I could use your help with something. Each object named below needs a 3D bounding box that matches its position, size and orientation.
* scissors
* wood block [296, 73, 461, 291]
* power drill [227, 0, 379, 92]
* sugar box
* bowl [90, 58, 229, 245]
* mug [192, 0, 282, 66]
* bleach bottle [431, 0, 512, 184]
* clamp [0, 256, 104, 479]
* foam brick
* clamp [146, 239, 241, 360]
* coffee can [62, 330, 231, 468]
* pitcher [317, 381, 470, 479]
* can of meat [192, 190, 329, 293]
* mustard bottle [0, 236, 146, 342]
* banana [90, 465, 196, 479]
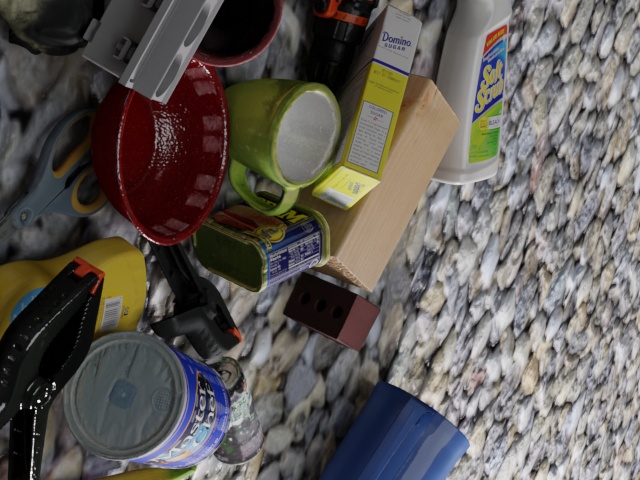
[{"bbox_3d":[-0.219,-0.014,0.826,0.201,0.016,0.096,-61,148,-24],"label":"scissors"},{"bbox_3d":[0.048,-0.065,1.096,0.090,0.090,0.206,42,72,-51],"label":"wood block"},{"bbox_3d":[-0.018,-0.229,0.968,0.187,0.057,0.184,-1,110,-53],"label":"power drill"},{"bbox_3d":[0.045,-0.125,1.015,0.048,0.093,0.176,23,69,-13],"label":"sugar box"},{"bbox_3d":[-0.137,-0.079,0.868,0.161,0.055,0.162,-31,125,-59],"label":"bowl"},{"bbox_3d":[-0.087,-0.190,0.845,0.081,0.117,0.093,-89,-175,-75],"label":"mug"},{"bbox_3d":[0.171,-0.195,1.213,0.102,0.068,0.251,-16,116,-47],"label":"bleach bottle"},{"bbox_3d":[-0.217,0.112,0.796,0.210,0.036,0.164,-59,162,-6],"label":"clamp"},{"bbox_3d":[0.012,0.075,1.125,0.051,0.078,0.053,37,77,-53],"label":"foam brick"},{"bbox_3d":[-0.117,0.050,0.966,0.171,0.039,0.120,55,26,-65],"label":"clamp"},{"bbox_3d":[-0.143,0.138,0.906,0.103,0.103,0.140,-63,164,-8],"label":"coffee can"},{"bbox_3d":[0.056,0.292,1.240,0.149,0.145,0.242,45,72,-29],"label":"pitcher"},{"bbox_3d":[-0.057,0.001,0.988,0.083,0.102,0.057,-25,126,-40],"label":"can of meat"},{"bbox_3d":[-0.227,0.059,0.834,0.191,0.058,0.096,-17,133,-47],"label":"mustard bottle"},{"bbox_3d":[-0.205,0.225,0.945,0.197,0.037,0.070,-2,137,-46],"label":"banana"}]
